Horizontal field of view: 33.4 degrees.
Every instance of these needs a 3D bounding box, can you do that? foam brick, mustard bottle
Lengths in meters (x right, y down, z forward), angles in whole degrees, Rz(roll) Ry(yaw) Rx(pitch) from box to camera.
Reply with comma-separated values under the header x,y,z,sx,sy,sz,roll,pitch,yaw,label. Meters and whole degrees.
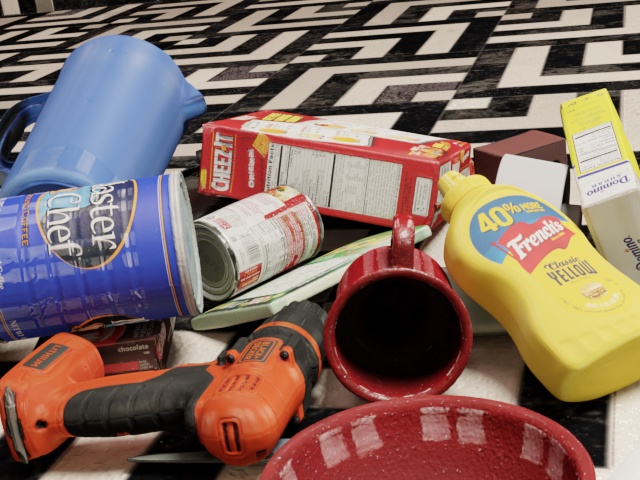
x,y,z,sx,sy,sz,roll,pitch,yaw,label
0.194,-0.070,1.034,0.078,0.053,0.051,-19,23,-26,foam brick
0.137,0.017,0.702,0.096,0.058,0.192,-17,47,-26,mustard bottle

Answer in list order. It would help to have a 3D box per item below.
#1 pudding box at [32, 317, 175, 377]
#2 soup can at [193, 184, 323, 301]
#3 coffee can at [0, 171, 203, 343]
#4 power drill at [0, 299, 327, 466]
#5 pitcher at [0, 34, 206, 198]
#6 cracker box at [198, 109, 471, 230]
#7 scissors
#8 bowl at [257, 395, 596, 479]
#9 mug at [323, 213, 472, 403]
x,y,z,sx,sy,sz,roll,pitch,yaw,label
-0.158,0.067,0.801,0.090,0.039,0.113,-7,20,1,pudding box
-0.056,0.001,0.864,0.069,0.068,0.102,11,27,41,soup can
-0.160,0.012,0.748,0.140,0.103,0.103,-8,20,-2,coffee can
-0.093,0.086,0.681,0.188,0.057,0.184,-7,13,15,power drill
-0.208,-0.073,0.940,0.149,0.145,0.242,-41,21,27,pitcher
0.017,-0.066,0.976,0.214,0.072,0.164,10,14,15,cracker box
-0.007,0.119,0.642,0.202,0.016,0.096,2,20,24,scissors
0.051,0.136,0.516,0.162,0.055,0.162,-7,20,2,bowl
0.050,0.040,0.700,0.093,0.117,0.081,1,15,2,mug
